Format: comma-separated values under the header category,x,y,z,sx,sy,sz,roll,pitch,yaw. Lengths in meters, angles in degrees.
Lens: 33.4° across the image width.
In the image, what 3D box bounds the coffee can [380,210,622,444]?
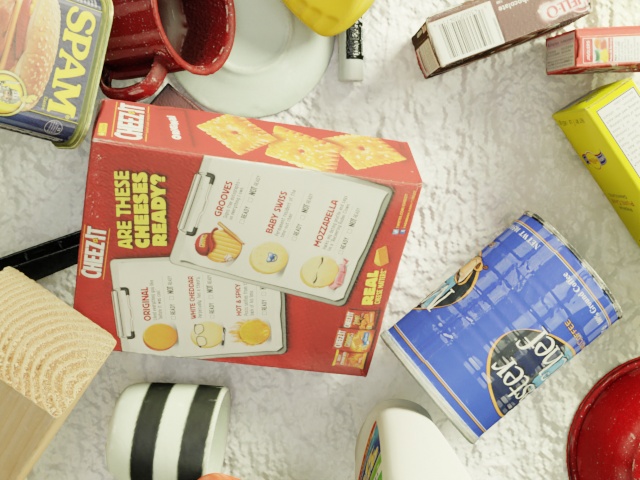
category,x,y,z,sx,sy,sz,roll,pitch,yaw
coffee can,0.128,0.062,0.766,0.140,0.103,0.103,-40,94,1

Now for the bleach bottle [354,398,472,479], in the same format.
category,x,y,z,sx,sy,sz,roll,pitch,yaw
bleach bottle,0.053,0.168,0.697,0.068,0.251,0.102,13,94,-3

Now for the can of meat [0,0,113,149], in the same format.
category,x,y,z,sx,sy,sz,roll,pitch,yaw
can of meat,-0.187,-0.117,0.672,0.083,0.058,0.102,14,87,-36

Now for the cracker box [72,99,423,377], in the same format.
category,x,y,z,sx,sy,sz,roll,pitch,yaw
cracker box,-0.055,0.001,0.734,0.213,0.072,0.164,7,121,-10

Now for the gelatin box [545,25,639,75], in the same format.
category,x,y,z,sx,sy,sz,roll,pitch,yaw
gelatin box,0.206,-0.135,0.762,0.073,0.089,0.030,-2,95,-2

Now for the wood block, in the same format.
category,x,y,z,sx,sy,sz,roll,pitch,yaw
wood block,-0.234,0.130,0.724,0.091,0.090,0.206,35,122,-4

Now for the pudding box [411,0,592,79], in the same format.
category,x,y,z,sx,sy,sz,roll,pitch,yaw
pudding box,0.126,-0.153,0.759,0.113,0.090,0.039,-18,93,0

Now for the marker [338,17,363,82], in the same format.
category,x,y,z,sx,sy,sz,roll,pitch,yaw
marker,0.022,-0.178,0.789,0.020,0.020,0.121,0,94,-2

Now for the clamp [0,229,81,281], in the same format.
category,x,y,z,sx,sy,sz,roll,pitch,yaw
clamp,-0.260,0.032,0.775,0.164,0.036,0.210,25,106,-19

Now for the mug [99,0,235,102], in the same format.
category,x,y,z,sx,sy,sz,roll,pitch,yaw
mug,-0.120,-0.145,0.738,0.082,0.093,0.117,-3,64,31
